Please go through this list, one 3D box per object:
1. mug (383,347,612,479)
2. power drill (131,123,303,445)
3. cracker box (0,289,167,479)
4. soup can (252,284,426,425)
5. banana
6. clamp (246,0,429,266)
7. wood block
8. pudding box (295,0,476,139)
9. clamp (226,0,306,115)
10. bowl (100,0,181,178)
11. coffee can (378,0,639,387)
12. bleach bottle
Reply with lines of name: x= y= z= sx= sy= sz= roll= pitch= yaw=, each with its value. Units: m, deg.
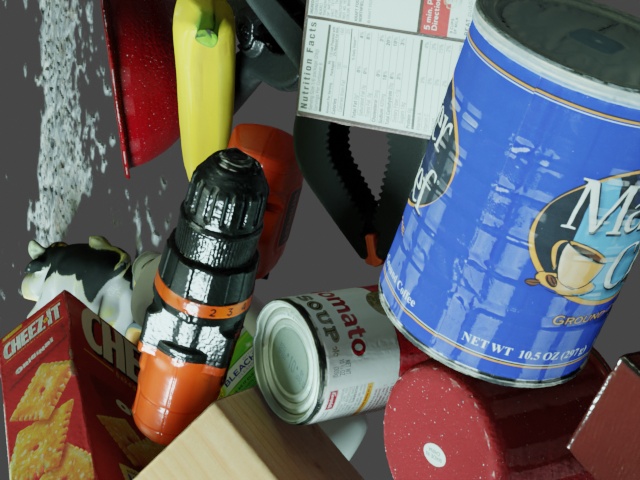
mug: x=0.082 y=0.080 z=0.508 sx=0.093 sy=0.081 sz=0.117 roll=-25 pitch=74 yaw=54
power drill: x=-0.054 y=0.001 z=0.625 sx=0.187 sy=0.057 sz=0.185 roll=-68 pitch=-2 yaw=-59
cracker box: x=-0.123 y=0.151 z=0.694 sx=0.072 sy=0.164 sz=0.214 roll=-38 pitch=35 yaw=7
soup can: x=0.023 y=0.058 z=0.574 sx=0.069 sy=0.102 sz=0.068 roll=12 pitch=105 yaw=55
banana: x=-0.074 y=-0.098 z=0.663 sx=0.198 sy=0.037 sz=0.069 roll=99 pitch=-179 yaw=-66
clamp: x=0.029 y=-0.092 z=0.583 sx=0.165 sy=0.036 sz=0.210 roll=-11 pitch=95 yaw=37
wood block: x=-0.002 y=0.183 z=0.560 sx=0.091 sy=0.090 sz=0.206 roll=-44 pitch=77 yaw=14
pudding box: x=0.046 y=-0.098 z=0.530 sx=0.114 sy=0.039 sz=0.090 roll=14 pitch=110 yaw=24
clamp: x=-0.038 y=-0.126 z=0.692 sx=0.172 sy=0.039 sz=0.120 roll=22 pitch=125 yaw=50
bowl: x=-0.127 y=-0.128 z=0.777 sx=0.162 sy=0.055 sz=0.162 roll=172 pitch=90 yaw=-81
coffee can: x=0.093 y=-0.023 z=0.458 sx=0.103 sy=0.102 sz=0.140 roll=48 pitch=132 yaw=41
bleach bottle: x=-0.073 y=0.081 z=0.735 sx=0.102 sy=0.068 sz=0.251 roll=-52 pitch=43 yaw=2
